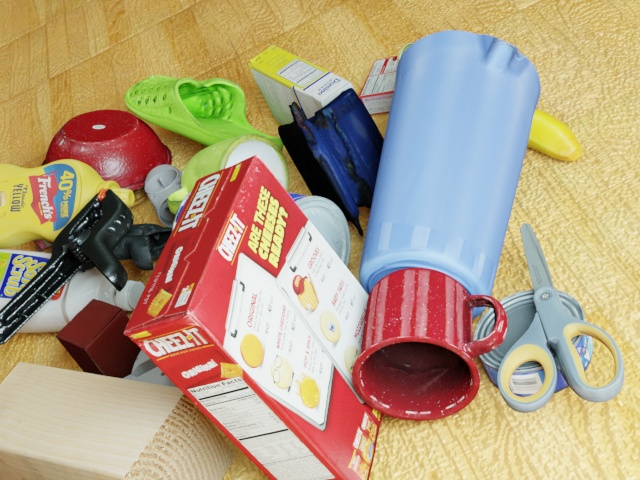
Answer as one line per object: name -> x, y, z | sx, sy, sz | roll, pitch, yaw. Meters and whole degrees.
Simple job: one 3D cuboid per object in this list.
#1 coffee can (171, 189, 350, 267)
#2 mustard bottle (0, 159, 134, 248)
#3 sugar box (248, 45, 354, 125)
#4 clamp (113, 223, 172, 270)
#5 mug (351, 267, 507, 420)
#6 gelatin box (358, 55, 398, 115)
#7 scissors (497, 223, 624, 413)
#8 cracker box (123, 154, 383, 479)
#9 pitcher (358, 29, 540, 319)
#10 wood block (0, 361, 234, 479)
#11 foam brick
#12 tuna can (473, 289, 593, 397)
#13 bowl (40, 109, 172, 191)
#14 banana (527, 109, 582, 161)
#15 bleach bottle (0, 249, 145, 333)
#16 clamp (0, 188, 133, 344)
coffee can -> -0.057, 0.001, 1.002 | 0.141, 0.102, 0.102 | 12, 51, 44
mustard bottle -> -0.300, -0.043, 1.208 | 0.192, 0.058, 0.096 | -3, 73, 17
sugar box -> -0.009, -0.150, 1.174 | 0.048, 0.093, 0.176 | -38, 36, -14
clamp -> -0.188, 0.005, 1.118 | 0.172, 0.039, 0.120 | -2, 7, 37
mug -> 0.083, 0.071, 0.796 | 0.117, 0.093, 0.081 | -21, 36, 24
gelatin box -> 0.094, -0.177, 1.194 | 0.089, 0.030, 0.073 | -7, 41, 28
scissors -> 0.155, 0.058, 0.797 | 0.096, 0.016, 0.202 | -28, 35, 0
cracker box -> -0.033, 0.071, 0.796 | 0.072, 0.213, 0.164 | -19, 34, 32
pitcher -> 0.106, -0.047, 0.926 | 0.145, 0.149, 0.242 | -3, 53, 28
wood block -> -0.188, 0.172, 0.884 | 0.206, 0.090, 0.090 | 2, 44, 37
foam brick -> -0.196, 0.102, 0.991 | 0.051, 0.078, 0.053 | 16, 53, 43
tuna can -> 0.163, 0.078, 0.813 | 0.086, 0.033, 0.086 | -19, 35, 14
bowl -> -0.262, -0.114, 1.287 | 0.162, 0.055, 0.162 | -2, 32, 1
banana -> 0.171, -0.105, 1.047 | 0.198, 0.037, 0.069 | 2, 65, 39
bleach bottle -> -0.288, 0.052, 1.134 | 0.251, 0.068, 0.102 | -2, 43, 30
clamp -> -0.246, 0.017, 1.065 | 0.165, 0.036, 0.210 | -26, 27, 16
